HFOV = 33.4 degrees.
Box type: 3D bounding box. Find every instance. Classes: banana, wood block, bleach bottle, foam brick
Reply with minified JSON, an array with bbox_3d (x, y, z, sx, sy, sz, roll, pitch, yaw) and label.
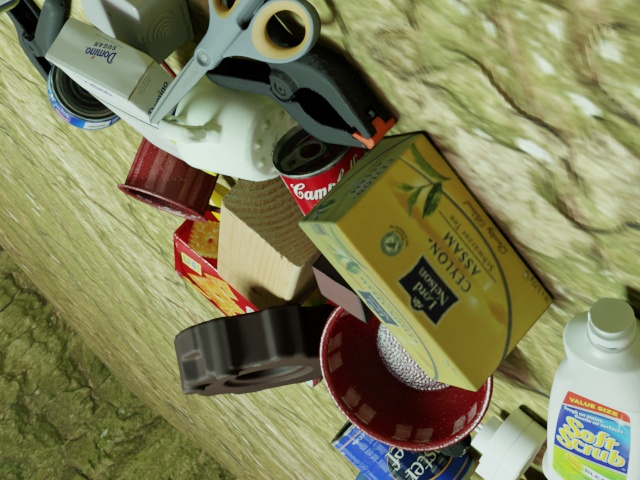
[{"bbox_3d":[-0.054,0.007,1.129,0.198,0.037,0.069,45,175,9],"label":"banana"},{"bbox_3d":[-0.035,-0.002,0.990,0.091,0.090,0.206,40,162,7],"label":"wood block"},{"bbox_3d":[0.209,0.120,0.787,0.103,0.068,0.251,31,156,34],"label":"bleach bottle"},{"bbox_3d":[0.040,0.019,0.897,0.053,0.078,0.051,32,159,27],"label":"foam brick"}]

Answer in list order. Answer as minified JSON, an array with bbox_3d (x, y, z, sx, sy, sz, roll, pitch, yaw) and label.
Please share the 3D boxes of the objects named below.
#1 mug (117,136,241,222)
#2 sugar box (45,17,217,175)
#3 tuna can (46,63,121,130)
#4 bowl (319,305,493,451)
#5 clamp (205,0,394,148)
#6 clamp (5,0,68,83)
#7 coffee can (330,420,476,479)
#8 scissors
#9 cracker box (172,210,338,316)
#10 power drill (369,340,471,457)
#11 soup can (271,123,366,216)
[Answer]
[{"bbox_3d":[-0.128,-0.067,1.036,0.117,0.081,0.093,22,172,-12],"label":"mug"},{"bbox_3d":[-0.146,-0.118,0.904,0.093,0.048,0.176,29,172,23],"label":"sugar box"},{"bbox_3d":[-0.230,-0.156,1.071,0.086,0.086,0.034,46,161,-7],"label":"tuna can"},{"bbox_3d":[0.083,0.106,0.960,0.162,0.055,0.162,8,111,22],"label":"bowl"},{"bbox_3d":[-0.024,-0.118,0.783,0.171,0.039,0.120,42,159,9],"label":"clamp"},{"bbox_3d":[-0.296,-0.220,1.150,0.165,0.036,0.210,32,155,35],"label":"clamp"},{"bbox_3d":[0.097,0.249,1.253,0.140,0.102,0.103,43,162,3],"label":"coffee can"},{"bbox_3d":[-0.062,-0.125,0.756,0.096,0.016,0.202,39,137,8],"label":"scissors"},{"bbox_3d":[-0.076,0.063,1.257,0.214,0.072,0.164,41,163,6],"label":"cracker box"},{"bbox_3d":[0.093,0.144,1.096,0.184,0.057,0.188,40,162,10],"label":"power drill"},{"bbox_3d":[0.013,-0.039,0.833,0.069,0.068,0.102,25,155,45],"label":"soup can"}]
